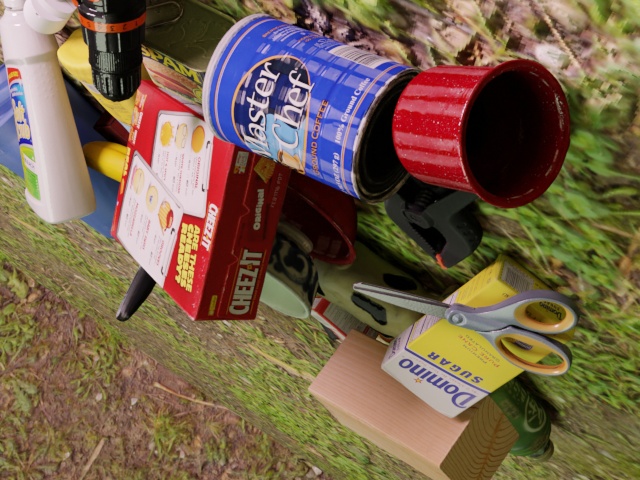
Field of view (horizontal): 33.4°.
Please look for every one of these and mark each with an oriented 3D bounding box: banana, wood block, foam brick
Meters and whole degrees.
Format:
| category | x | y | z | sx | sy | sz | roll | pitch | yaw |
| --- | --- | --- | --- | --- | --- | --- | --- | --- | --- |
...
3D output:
| category | x | y | z | sx | sy | sz | roll | pitch | yaw |
| --- | --- | --- | --- | --- | --- | --- | --- | --- | --- |
| banana | -0.203 | -0.071 | 1.169 | 0.198 | 0.037 | 0.069 | 28 | 158 | 25 |
| wood block | 0.097 | 0.184 | 1.153 | 0.206 | 0.090 | 0.090 | 23 | 159 | 46 |
| foam brick | -0.203 | -0.122 | 1.195 | 0.078 | 0.051 | 0.053 | 44 | 160 | -28 |

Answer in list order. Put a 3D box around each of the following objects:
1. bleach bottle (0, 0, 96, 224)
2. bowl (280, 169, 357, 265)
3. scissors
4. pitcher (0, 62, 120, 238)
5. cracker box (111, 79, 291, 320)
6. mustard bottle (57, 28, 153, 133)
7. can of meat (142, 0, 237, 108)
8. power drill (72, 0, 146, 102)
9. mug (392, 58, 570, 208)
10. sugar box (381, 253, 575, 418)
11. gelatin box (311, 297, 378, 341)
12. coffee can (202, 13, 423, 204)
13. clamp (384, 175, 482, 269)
| category | x | y | z | sx | sy | sz | roll | pitch | yaw |
| --- | --- | --- | --- | --- | --- | --- | --- | --- | --- |
| bleach bottle | -0.300 | -0.148 | 1.143 | 0.103 | 0.068 | 0.251 | 38 | 140 | 52 |
| bowl | -0.020 | -0.044 | 1.054 | 0.162 | 0.055 | 0.162 | 31 | 163 | 11 |
| scissors | 0.135 | 0.055 | 0.927 | 0.201 | 0.016 | 0.096 | 27 | 128 | -1 |
| pitcher | -0.316 | -0.107 | 1.317 | 0.242 | 0.145 | 0.149 | 45 | -179 | -39 |
| cracker box | -0.114 | -0.042 | 0.983 | 0.071 | 0.164 | 0.214 | 3 | -161 | -33 |
| mustard bottle | -0.182 | -0.136 | 1.103 | 0.096 | 0.058 | 0.191 | 17 | 156 | 43 |
| can of meat | -0.110 | -0.160 | 0.910 | 0.102 | 0.057 | 0.084 | 29 | 164 | 18 |
| power drill | -0.215 | -0.218 | 0.855 | 0.188 | 0.057 | 0.184 | 27 | 132 | 25 |
| mug | 0.111 | -0.072 | 0.702 | 0.117 | 0.093 | 0.082 | 2 | -171 | -33 |
| sugar box | 0.145 | 0.094 | 0.998 | 0.093 | 0.048 | 0.176 | 37 | 130 | -9 |
| gelatin box | 0.038 | 0.079 | 1.248 | 0.089 | 0.073 | 0.030 | 42 | 163 | -24 |
| coffee can | -0.002 | -0.099 | 0.790 | 0.140 | 0.102 | 0.102 | 25 | 161 | 28 |
| clamp | 0.095 | -0.032 | 0.900 | 0.165 | 0.036 | 0.209 | 23 | 161 | 36 |
